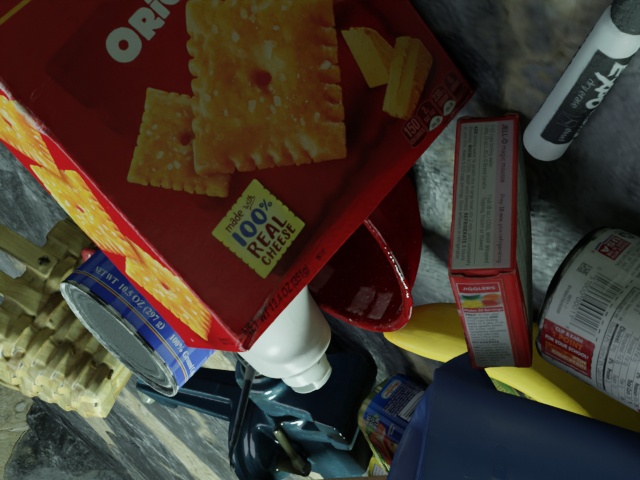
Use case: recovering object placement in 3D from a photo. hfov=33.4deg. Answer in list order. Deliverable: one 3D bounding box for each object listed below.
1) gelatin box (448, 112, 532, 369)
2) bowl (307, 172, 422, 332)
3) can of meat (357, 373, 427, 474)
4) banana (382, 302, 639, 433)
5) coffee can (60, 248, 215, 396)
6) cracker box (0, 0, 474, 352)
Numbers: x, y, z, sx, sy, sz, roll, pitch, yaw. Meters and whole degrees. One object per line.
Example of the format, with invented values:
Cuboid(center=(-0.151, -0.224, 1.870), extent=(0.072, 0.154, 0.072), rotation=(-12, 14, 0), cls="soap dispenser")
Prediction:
Cuboid(center=(0.075, 0.000, 0.468), extent=(0.030, 0.089, 0.073), rotation=(-3, 142, 14), cls="gelatin box")
Cuboid(center=(0.002, -0.024, 0.592), extent=(0.162, 0.055, 0.162), rotation=(37, 157, 18), cls="bowl")
Cuboid(center=(0.082, 0.151, 0.774), extent=(0.084, 0.057, 0.102), rotation=(28, 154, 40), cls="can of meat")
Cuboid(center=(0.120, 0.084, 0.570), extent=(0.198, 0.069, 0.037), rotation=(42, 177, 27), cls="banana")
Cuboid(center=(-0.085, 0.017, 0.704), extent=(0.103, 0.140, 0.103), rotation=(37, 158, 18), cls="coffee can")
Cuboid(center=(-0.056, -0.086, 0.435), extent=(0.213, 0.164, 0.072), rotation=(51, 156, -18), cls="cracker box")
